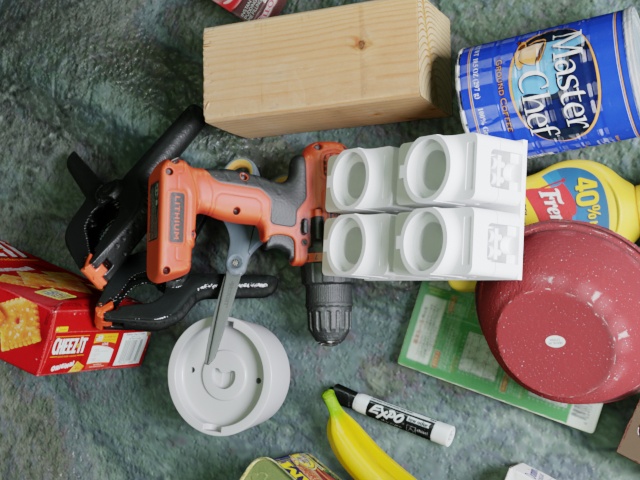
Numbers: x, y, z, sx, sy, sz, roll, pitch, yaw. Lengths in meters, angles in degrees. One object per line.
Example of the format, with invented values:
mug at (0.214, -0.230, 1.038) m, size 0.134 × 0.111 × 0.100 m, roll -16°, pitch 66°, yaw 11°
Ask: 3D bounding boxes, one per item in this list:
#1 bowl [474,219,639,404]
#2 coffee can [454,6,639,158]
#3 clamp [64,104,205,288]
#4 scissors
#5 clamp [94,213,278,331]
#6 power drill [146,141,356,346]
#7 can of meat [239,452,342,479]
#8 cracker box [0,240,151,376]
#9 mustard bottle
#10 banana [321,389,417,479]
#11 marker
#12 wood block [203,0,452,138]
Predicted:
bowl at (0.187, 0.068, 0.820) m, size 0.162 × 0.055 × 0.162 m, roll 12°, pitch 118°, yaw 24°
coffee can at (0.192, -0.122, 0.862) m, size 0.140 × 0.102 × 0.103 m, roll -10°, pitch 81°, yaw 24°
clamp at (-0.201, -0.038, 1.021) m, size 0.165 × 0.036 × 0.210 m, roll -14°, pitch 43°, yaw 28°
scissors at (-0.058, 0.015, 0.976) m, size 0.096 × 0.016 × 0.202 m, roll -3°, pitch 67°, yaw 3°
clamp at (-0.138, 0.026, 0.993) m, size 0.120 × 0.171 × 0.039 m, roll 56°, pitch 151°, yaw 29°
power drill at (-0.056, 0.001, 0.936) m, size 0.057 × 0.187 × 0.184 m, roll 161°, pitch 109°, yaw -66°
can of meat at (-0.013, 0.233, 0.937) m, size 0.102 × 0.083 × 0.057 m, roll 37°, pitch 100°, yaw 23°
cracker box at (-0.292, 0.059, 1.035) m, size 0.214 × 0.164 × 0.072 m, roll 21°, pitch 96°, yaw 24°
mustard bottle at (0.195, -0.015, 0.872) m, size 0.192 × 0.058 × 0.096 m, roll -8°, pitch 79°, yaw 19°
banana at (0.067, 0.208, 0.911) m, size 0.037 × 0.069 × 0.198 m, roll -41°, pitch 57°, yaw -20°
marker at (0.060, 0.153, 0.945) m, size 0.121 × 0.020 × 0.020 m, roll 17°, pitch 93°, yaw 25°
wood block at (0.005, -0.152, 0.958) m, size 0.206 × 0.090 × 0.091 m, roll -3°, pitch 83°, yaw 25°
